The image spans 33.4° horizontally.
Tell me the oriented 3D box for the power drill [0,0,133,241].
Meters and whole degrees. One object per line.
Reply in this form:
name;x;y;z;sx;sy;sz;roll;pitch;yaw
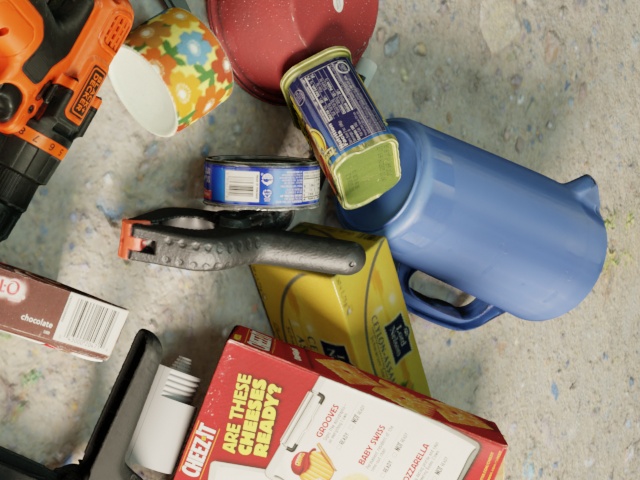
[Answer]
power drill;-0.190;-0.092;0.597;0.184;0.057;0.187;-64;165;-5

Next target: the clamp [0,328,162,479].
clamp;-0.175;0.167;0.714;0.164;0.036;0.210;-13;119;-16

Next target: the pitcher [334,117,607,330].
pitcher;0.123;-0.010;0.927;0.242;0.145;0.149;20;73;-41

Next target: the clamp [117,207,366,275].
clamp;-0.055;0.001;0.757;0.171;0.120;0.039;-8;108;-39

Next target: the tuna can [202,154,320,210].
tuna can;-0.043;-0.043;0.777;0.085;0.086;0.034;-6;101;-43

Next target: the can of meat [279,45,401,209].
can of meat;0.018;-0.081;0.797;0.057;0.084;0.102;-27;160;-2

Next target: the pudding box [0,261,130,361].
pudding box;-0.188;0.035;0.651;0.113;0.090;0.039;28;81;-44

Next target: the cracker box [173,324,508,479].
cracker box;0.006;0.177;0.784;0.213;0.072;0.164;21;96;-1

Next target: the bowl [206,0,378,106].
bowl;-0.007;-0.181;0.805;0.161;0.055;0.162;-12;107;-42
